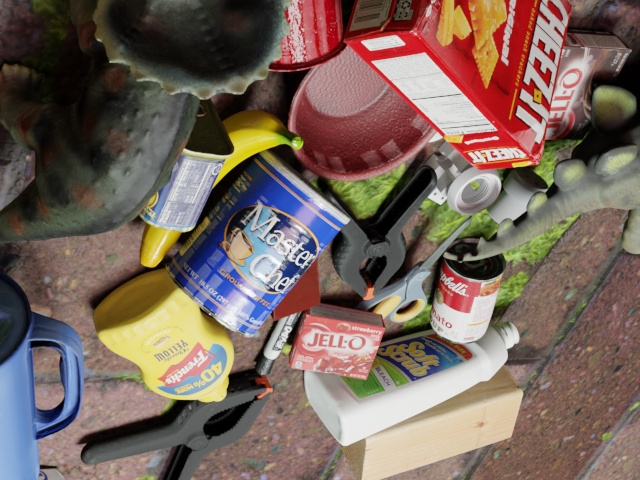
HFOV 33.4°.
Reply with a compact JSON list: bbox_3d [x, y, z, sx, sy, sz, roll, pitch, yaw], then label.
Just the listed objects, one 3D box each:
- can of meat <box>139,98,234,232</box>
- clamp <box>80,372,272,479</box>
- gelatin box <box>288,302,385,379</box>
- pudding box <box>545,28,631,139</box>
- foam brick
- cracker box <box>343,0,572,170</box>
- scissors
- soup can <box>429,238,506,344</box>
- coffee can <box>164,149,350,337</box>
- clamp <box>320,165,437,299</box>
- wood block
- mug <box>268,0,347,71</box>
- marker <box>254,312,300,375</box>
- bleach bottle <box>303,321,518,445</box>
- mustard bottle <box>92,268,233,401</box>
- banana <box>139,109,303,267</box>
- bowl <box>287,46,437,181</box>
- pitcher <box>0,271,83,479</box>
[{"bbox_3d":[-0.121,-0.070,0.875,0.057,0.102,0.084,5,129,-32],"label":"can of meat"},{"bbox_3d":[-0.140,0.221,1.190,0.210,0.036,0.164,-31,138,0],"label":"clamp"},{"bbox_3d":[0.017,0.108,1.150,0.089,0.030,0.073,11,120,-11],"label":"gelatin box"},{"bbox_3d":[0.238,-0.151,1.046,0.089,0.039,0.114,-3,132,-28],"label":"pudding box"},{"bbox_3d":[-0.034,0.029,1.056,0.053,0.051,0.078,-18,137,-15],"label":"foam brick"},{"bbox_3d":[0.122,-0.178,0.866,0.213,0.072,0.164,35,64,-45],"label":"cracker box"},{"bbox_3d":[0.114,0.039,1.147,0.096,0.016,0.202,12,137,-47],"label":"scissors"},{"bbox_3d":[0.161,0.057,1.181,0.068,0.068,0.102,-11,135,-20],"label":"soup can"},{"bbox_3d":[-0.056,0.001,0.958,0.140,0.103,0.102,-50,136,4],"label":"coffee can"},{"bbox_3d":[0.061,-0.009,1.082,0.120,0.039,0.171,-13,142,-5],"label":"clamp"},{"bbox_3d":[0.128,0.209,1.292,0.205,0.090,0.091,-13,134,-18],"label":"wood block"},{"bbox_3d":[-0.019,-0.196,0.831,0.117,0.093,0.081,-43,142,-35],"label":"mug"},{"bbox_3d":[-0.043,0.099,1.141,0.020,0.020,0.121,4,128,-33],"label":"marker"},{"bbox_3d":[0.113,0.145,1.230,0.250,0.103,0.068,-20,133,-20],"label":"bleach bottle"},{"bbox_3d":[-0.141,0.109,1.067,0.096,0.058,0.191,-30,139,1],"label":"mustard bottle"},{"bbox_3d":[-0.098,-0.055,0.926,0.037,0.069,0.198,29,125,-37],"label":"banana"},{"bbox_3d":[0.037,-0.132,0.938,0.162,0.055,0.162,-16,136,-16],"label":"bowl"},{"bbox_3d":[-0.305,0.146,0.955,0.144,0.149,0.243,-39,151,-36],"label":"pitcher"}]
